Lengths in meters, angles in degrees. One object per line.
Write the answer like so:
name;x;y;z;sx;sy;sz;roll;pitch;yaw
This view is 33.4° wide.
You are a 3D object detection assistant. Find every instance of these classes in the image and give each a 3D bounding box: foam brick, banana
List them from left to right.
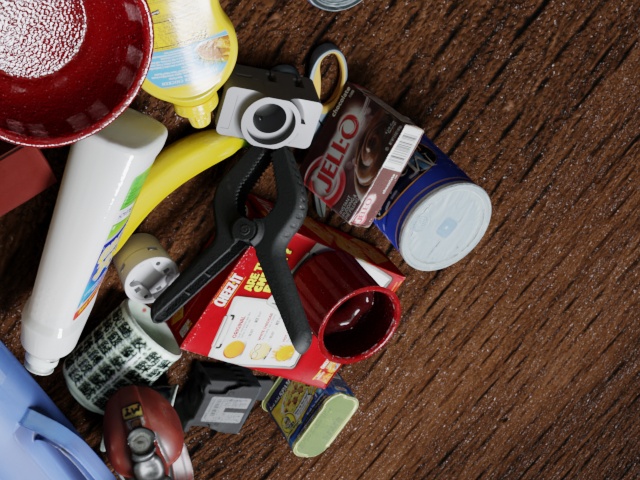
foam brick;-0.272;-0.062;0.903;0.078;0.053;0.051;-32;136;-5
banana;-0.148;-0.049;1.004;0.198;0.037;0.069;-36;136;-3

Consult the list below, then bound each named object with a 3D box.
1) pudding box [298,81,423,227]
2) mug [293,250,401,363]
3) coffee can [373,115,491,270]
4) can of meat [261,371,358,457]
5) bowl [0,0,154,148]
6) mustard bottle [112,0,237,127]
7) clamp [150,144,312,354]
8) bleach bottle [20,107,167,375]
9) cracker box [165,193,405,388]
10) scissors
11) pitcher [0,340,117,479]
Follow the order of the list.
pudding box;0.037;-0.083;1.034;0.039;0.090;0.113;13;113;-51
mug;0.028;0.068;1.078;0.093;0.082;0.117;-49;133;7
coffee can;0.092;-0.051;1.082;0.102;0.140;0.103;-17;132;-20
can of meat;-0.012;0.191;1.255;0.057;0.084;0.102;18;113;-41
bowl;-0.213;-0.155;0.825;0.161;0.055;0.162;-20;131;-25
mustard bottle;-0.121;-0.175;0.901;0.096;0.058;0.191;-17;133;-7
clamp;-0.057;0.001;1.002;0.210;0.165;0.036;-70;158;-8
bleach bottle;-0.214;0.008;0.952;0.068;0.102;0.251;24;113;-1
cracker box;-0.037;0.057;1.139;0.213;0.072;0.164;22;109;-41
scissors;-0.021;-0.101;1.058;0.096;0.016;0.202;-7;128;-26
pitcher;-0.302;0.191;1.031;0.149;0.145;0.243;-27;132;-7
